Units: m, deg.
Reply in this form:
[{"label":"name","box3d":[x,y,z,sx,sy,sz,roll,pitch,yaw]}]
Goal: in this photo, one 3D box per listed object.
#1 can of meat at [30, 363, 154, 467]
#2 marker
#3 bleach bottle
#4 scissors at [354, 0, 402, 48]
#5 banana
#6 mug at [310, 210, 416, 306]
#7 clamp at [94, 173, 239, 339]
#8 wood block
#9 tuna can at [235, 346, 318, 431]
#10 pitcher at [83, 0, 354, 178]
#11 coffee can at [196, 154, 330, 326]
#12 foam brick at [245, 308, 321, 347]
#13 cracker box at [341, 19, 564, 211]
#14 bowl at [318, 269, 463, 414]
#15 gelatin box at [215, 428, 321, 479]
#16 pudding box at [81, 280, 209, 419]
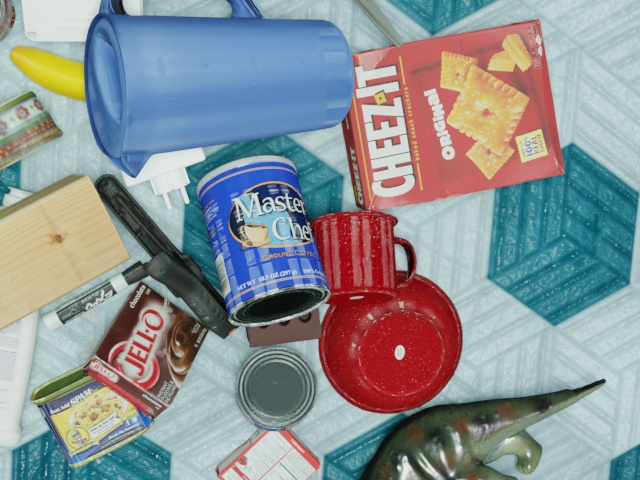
[{"label":"can of meat","box3d":[-0.232,0.173,1.099,0.102,0.057,0.084,-26,102,-5]},{"label":"marker","box3d":[-0.230,0.056,1.101,0.121,0.020,0.020,-30,101,-4]},{"label":"bleach bottle","box3d":[-0.321,0.073,1.068,0.102,0.068,0.251,14,92,-22]},{"label":"scissors","box3d":[0.028,-0.287,1.067,0.202,0.016,0.096,37,82,4]},{"label":"banana","box3d":[-0.206,-0.169,1.067,0.197,0.037,0.069,-8,78,-9]},{"label":"mug","box3d":[0.046,0.022,1.092,0.117,0.093,0.081,5,74,-27]},{"label":"clamp","box3d":[-0.144,0.027,1.062,0.036,0.165,0.209,-39,140,-1]},{"label":"wood block","box3d":[-0.295,0.025,0.993,0.205,0.090,0.091,-30,105,-18]},{"label":"tuna can","box3d":[-0.047,0.157,1.119,0.086,0.034,0.086,2,73,-6]},{"label":"pitcher","box3d":[-0.095,-0.162,1.011,0.242,0.145,0.149,-8,141,-27]},{"label":"coffee can","box3d":[-0.057,0.001,1.049,0.102,0.103,0.140,-13,71,-7]},{"label":"foam brick","box3d":[-0.041,0.077,1.116,0.078,0.051,0.053,-8,99,-8]},{"label":"cracker box","box3d":[0.132,-0.129,1.102,0.213,0.072,0.164,-11,99,-6]},{"label":"bowl","box3d":[0.081,0.114,1.138,0.162,0.055,0.162,-1,98,-8]},{"label":"gelatin box","box3d":[-0.056,0.244,1.148,0.089,0.030,0.073,-43,103,-2]},{"label":"pudding box","box3d":[-0.174,0.109,1.074,0.090,0.113,0.039,37,131,-13]}]
